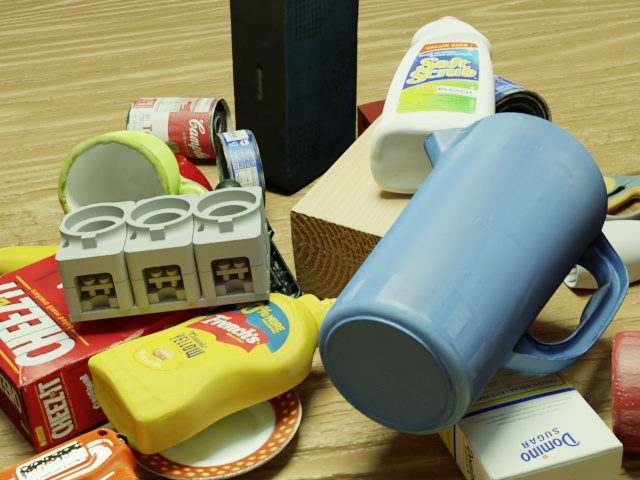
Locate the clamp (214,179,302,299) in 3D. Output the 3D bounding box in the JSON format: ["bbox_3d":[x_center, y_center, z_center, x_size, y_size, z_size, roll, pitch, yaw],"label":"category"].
[{"bbox_3d":[-0.056,0.001,0.943,0.039,0.120,0.171,-24,4,-1],"label":"clamp"}]

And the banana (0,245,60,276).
[{"bbox_3d":[-0.227,0.016,0.990,0.198,0.037,0.069,-2,30,7],"label":"banana"}]

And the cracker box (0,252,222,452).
[{"bbox_3d":[-0.172,0.060,0.868,0.213,0.072,0.164,-24,34,-28],"label":"cracker box"}]

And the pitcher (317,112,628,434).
[{"bbox_3d":[0.109,0.027,0.745,0.149,0.145,0.242,1,33,35],"label":"pitcher"}]

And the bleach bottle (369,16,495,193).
[{"bbox_3d":[0.104,-0.135,0.953,0.102,0.068,0.250,2,36,6],"label":"bleach bottle"}]

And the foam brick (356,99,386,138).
[{"bbox_3d":[0.070,-0.100,1.100,0.051,0.078,0.053,-9,30,-10],"label":"foam brick"}]

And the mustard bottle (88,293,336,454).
[{"bbox_3d":[-0.064,0.084,0.779,0.191,0.058,0.096,-21,31,-27],"label":"mustard bottle"}]

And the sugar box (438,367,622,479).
[{"bbox_3d":[0.126,0.115,0.749,0.093,0.048,0.176,-12,33,-11],"label":"sugar box"}]

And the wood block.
[{"bbox_3d":[0.065,-0.036,0.952,0.091,0.090,0.205,16,42,25],"label":"wood block"}]

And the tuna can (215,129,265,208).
[{"bbox_3d":[-0.080,-0.066,1.059,0.033,0.086,0.086,-11,30,-12],"label":"tuna can"}]

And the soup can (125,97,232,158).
[{"bbox_3d":[-0.157,-0.125,1.192,0.102,0.068,0.068,2,31,14],"label":"soup can"}]
